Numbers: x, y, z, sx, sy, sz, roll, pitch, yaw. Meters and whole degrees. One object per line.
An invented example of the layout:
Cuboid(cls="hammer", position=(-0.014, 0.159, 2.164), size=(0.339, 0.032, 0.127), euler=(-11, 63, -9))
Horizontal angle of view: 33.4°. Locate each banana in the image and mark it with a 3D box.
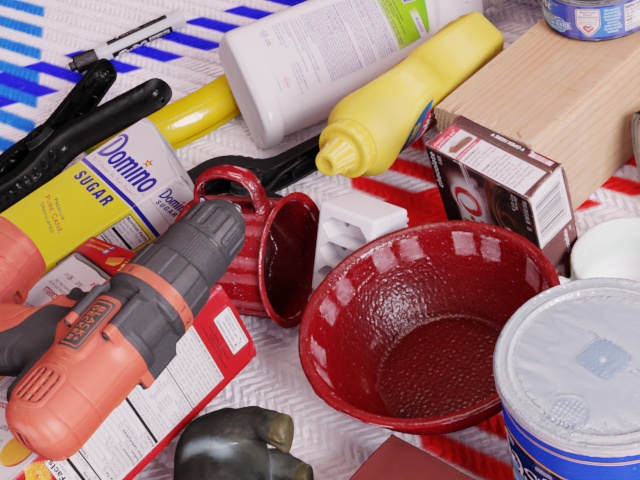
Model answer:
Cuboid(cls="banana", position=(-0.113, -0.114, 0.924), size=(0.197, 0.037, 0.070), euler=(-26, 44, -9))

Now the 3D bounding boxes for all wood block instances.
Cuboid(cls="wood block", position=(0.190, -0.108, 0.783), size=(0.205, 0.090, 0.091), euler=(-40, 47, -22))

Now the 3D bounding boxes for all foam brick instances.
Cuboid(cls="foam brick", position=(0.057, 0.154, 0.588), size=(0.078, 0.053, 0.051), euler=(24, 57, 34))

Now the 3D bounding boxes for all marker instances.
Cuboid(cls="marker", position=(-0.189, -0.193, 1.040), size=(0.121, 0.020, 0.020), euler=(-27, 44, -10))

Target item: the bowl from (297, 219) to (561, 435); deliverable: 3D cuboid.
Cuboid(cls="bowl", position=(0.070, 0.062, 0.649), size=(0.162, 0.055, 0.162), euler=(-13, 41, 12))

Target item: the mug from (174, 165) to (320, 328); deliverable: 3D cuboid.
Cuboid(cls="mug", position=(-0.055, 0.001, 0.736), size=(0.082, 0.117, 0.093), euler=(4, 38, 28))

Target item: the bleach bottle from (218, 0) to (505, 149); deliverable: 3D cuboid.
Cuboid(cls="bleach bottle", position=(0.047, -0.167, 0.898), size=(0.250, 0.068, 0.102), euler=(-22, 87, -14))

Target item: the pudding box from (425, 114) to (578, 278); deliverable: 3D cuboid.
Cuboid(cls="pudding box", position=(0.121, -0.018, 0.697), size=(0.039, 0.113, 0.090), euler=(-41, 47, -19))

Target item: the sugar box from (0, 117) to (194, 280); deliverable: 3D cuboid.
Cuboid(cls="sugar box", position=(-0.183, -0.014, 0.815), size=(0.176, 0.048, 0.093), euler=(-36, 44, 1))

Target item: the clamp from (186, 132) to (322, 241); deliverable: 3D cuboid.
Cuboid(cls="clamp", position=(-0.047, -0.031, 0.818), size=(0.171, 0.039, 0.120), euler=(-14, 39, 12))

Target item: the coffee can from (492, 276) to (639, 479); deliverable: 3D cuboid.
Cuboid(cls="coffee can", position=(0.147, 0.103, 0.547), size=(0.103, 0.140, 0.103), euler=(-9, 44, 9))

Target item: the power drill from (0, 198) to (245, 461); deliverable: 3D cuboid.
Cuboid(cls="power drill", position=(-0.154, 0.034, 0.644), size=(0.188, 0.057, 0.184), euler=(9, 48, 42))

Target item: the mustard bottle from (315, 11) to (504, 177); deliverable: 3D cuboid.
Cuboid(cls="mustard bottle", position=(0.058, -0.097, 0.783), size=(0.058, 0.096, 0.191), euler=(46, 49, 5))

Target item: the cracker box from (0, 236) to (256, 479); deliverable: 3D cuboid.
Cuboid(cls="cracker box", position=(-0.169, 0.101, 0.683), size=(0.164, 0.072, 0.213), euler=(17, 53, 47))

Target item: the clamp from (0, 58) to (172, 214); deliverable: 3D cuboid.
Cuboid(cls="clamp", position=(-0.222, -0.079, 0.897), size=(0.209, 0.036, 0.165), euler=(-46, 30, -17))
